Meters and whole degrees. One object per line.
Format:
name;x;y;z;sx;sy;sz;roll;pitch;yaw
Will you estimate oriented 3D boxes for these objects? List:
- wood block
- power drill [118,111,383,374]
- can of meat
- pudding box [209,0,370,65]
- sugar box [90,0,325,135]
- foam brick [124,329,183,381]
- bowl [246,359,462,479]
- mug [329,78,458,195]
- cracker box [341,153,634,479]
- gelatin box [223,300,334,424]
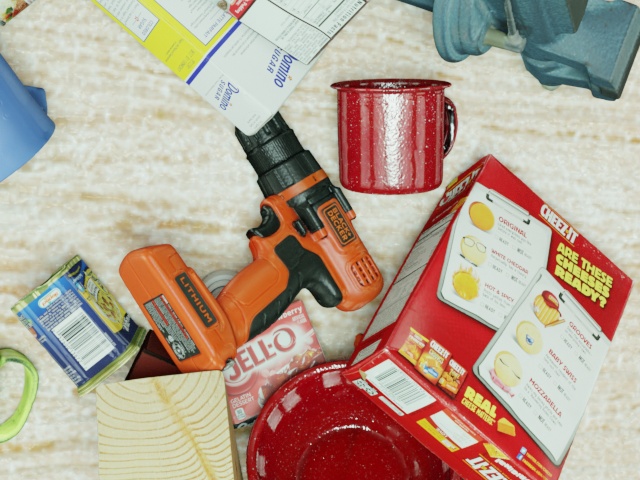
wood block;-0.102;0.190;0.790;0.090;0.091;0.206;-7;143;-4
power drill;-0.055;0.001;0.801;0.187;0.057;0.184;-33;91;-35
can of meat;-0.184;0.062;0.818;0.057;0.102;0.084;-38;98;1
pudding box;-0.027;-0.187;0.761;0.113;0.090;0.039;30;54;-17
sugar box;-0.089;-0.168;0.800;0.176;0.048;0.093;43;52;-10
foam brick;-0.125;0.109;0.842;0.051;0.078;0.053;25;93;-8
bowl;0.025;0.175;0.818;0.162;0.055;0.162;0;60;0
mug;0.063;-0.083;0.835;0.117;0.093;0.081;-13;107;-41
cracker box;0.132;0.066;0.810;0.164;0.072;0.213;40;52;-10
gelatin box;-0.043;0.098;0.863;0.089;0.030;0.073;-21;85;-5
